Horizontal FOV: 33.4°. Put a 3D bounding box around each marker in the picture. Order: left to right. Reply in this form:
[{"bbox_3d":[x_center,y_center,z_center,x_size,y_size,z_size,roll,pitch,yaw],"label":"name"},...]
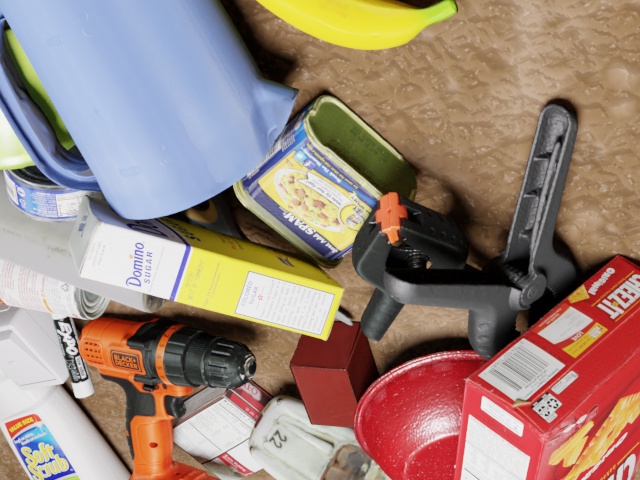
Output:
[{"bbox_3d":[-0.229,0.085,0.965,0.020,0.020,0.121,-4,109,26],"label":"marker"}]

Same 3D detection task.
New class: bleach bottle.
[{"bbox_3d":[-0.282,0.197,1.095,0.103,0.068,0.250,-6,126,28],"label":"bleach bottle"}]

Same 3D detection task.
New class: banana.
[{"bbox_3d":[-0.016,-0.169,0.646,0.197,0.037,0.070,29,118,-7],"label":"banana"}]

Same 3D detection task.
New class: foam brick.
[{"bbox_3d":[0.013,0.112,0.888,0.051,0.053,0.078,2,132,22],"label":"foam brick"}]

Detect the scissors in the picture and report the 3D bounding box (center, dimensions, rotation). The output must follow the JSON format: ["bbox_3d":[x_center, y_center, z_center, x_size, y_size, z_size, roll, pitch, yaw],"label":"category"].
[{"bbox_3d":[-0.055,0.001,0.837,0.202,0.016,0.096,23,139,2],"label":"scissors"}]

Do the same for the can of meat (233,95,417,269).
[{"bbox_3d":[0.005,-0.041,0.743,0.102,0.057,0.084,39,132,-16],"label":"can of meat"}]

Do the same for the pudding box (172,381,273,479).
[{"bbox_3d":[-0.082,0.177,1.004,0.090,0.039,0.114,42,131,-15],"label":"pudding box"}]

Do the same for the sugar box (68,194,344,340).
[{"bbox_3d":[-0.081,0.017,0.739,0.176,0.093,0.048,19,97,-21],"label":"sugar box"}]

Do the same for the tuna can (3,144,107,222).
[{"bbox_3d":[-0.192,-0.054,0.794,0.086,0.086,0.034,14,134,10],"label":"tuna can"}]

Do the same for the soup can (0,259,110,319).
[{"bbox_3d":[-0.233,0.027,0.904,0.102,0.068,0.068,8,134,15],"label":"soup can"}]

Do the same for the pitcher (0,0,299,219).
[{"bbox_3d":[-0.138,-0.140,0.658,0.145,0.149,0.242,24,147,56],"label":"pitcher"}]

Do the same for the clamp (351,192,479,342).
[{"bbox_3d":[0.060,0.025,0.751,0.120,0.039,0.171,-22,142,18],"label":"clamp"}]

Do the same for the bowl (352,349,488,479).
[{"bbox_3d":[0.108,0.162,0.856,0.162,0.055,0.162,-2,131,-3],"label":"bowl"}]

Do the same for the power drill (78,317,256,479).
[{"bbox_3d":[-0.125,0.160,0.948,0.185,0.057,0.188,7,113,34],"label":"power drill"}]

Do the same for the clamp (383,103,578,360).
[{"bbox_3d":[0.121,0.030,0.715,0.036,0.164,0.210,37,159,40],"label":"clamp"}]

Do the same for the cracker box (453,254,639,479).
[{"bbox_3d":[0.173,0.139,0.759,0.072,0.164,0.214,35,144,33],"label":"cracker box"}]
